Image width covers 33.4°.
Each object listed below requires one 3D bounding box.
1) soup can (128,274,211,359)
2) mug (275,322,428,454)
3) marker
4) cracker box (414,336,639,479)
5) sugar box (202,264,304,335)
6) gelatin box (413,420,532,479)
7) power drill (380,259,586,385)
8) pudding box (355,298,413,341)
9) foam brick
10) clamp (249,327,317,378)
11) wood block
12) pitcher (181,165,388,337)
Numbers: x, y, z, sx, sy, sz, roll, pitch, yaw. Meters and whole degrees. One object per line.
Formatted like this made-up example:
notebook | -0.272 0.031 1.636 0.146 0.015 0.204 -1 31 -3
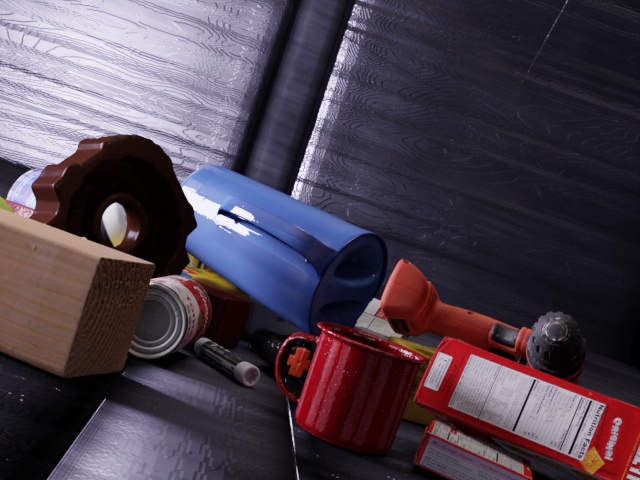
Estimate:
soup can | -0.139 0.066 0.941 0.068 0.068 0.102 19 2 5
mug | 0.018 0.114 0.850 0.117 0.081 0.093 19 2 13
marker | -0.094 0.105 0.975 0.020 0.020 0.121 17 2 -37
cracker box | 0.207 0.163 0.904 0.214 0.072 0.164 18 -13 30
sugar box | -0.077 0.068 1.331 0.093 0.048 0.176 3 13 -28
gelatin box | 0.120 0.175 0.838 0.089 0.030 0.073 22 2 10
power drill | 0.151 0.080 0.975 0.188 0.057 0.184 23 -15 19
pudding box | 0.054 0.109 1.328 0.114 0.039 0.089 20 37 19
foam brick | -0.122 0.074 1.105 0.078 0.053 0.051 21 3 28
clamp | -0.028 0.115 1.079 0.120 0.039 0.171 12 -6 10
wood block | -0.244 0.025 0.803 0.206 0.090 0.090 18 2 17
pitcher | -0.058 0.001 1.189 0.243 0.149 0.144 28 34 30
